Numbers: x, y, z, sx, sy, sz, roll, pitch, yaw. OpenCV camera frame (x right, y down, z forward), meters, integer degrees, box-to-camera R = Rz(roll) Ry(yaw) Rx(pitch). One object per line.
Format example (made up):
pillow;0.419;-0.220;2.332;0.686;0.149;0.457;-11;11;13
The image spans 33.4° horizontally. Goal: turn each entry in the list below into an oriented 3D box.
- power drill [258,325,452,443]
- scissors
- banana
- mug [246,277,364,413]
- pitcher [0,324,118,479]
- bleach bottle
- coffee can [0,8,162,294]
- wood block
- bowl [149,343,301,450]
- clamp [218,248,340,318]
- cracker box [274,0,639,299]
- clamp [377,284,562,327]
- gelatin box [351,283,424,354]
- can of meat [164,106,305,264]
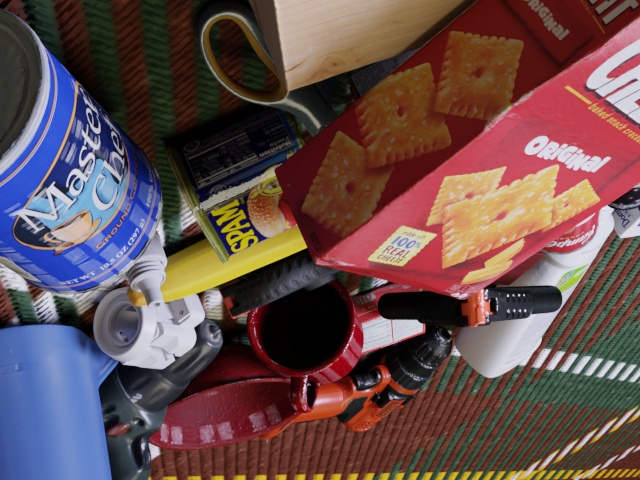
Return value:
power drill;0.030;0.150;1.118;0.187;0.057;0.185;2;142;-38
scissors;0.012;-0.085;0.636;0.096;0.016;0.201;-42;128;14
banana;-0.047;0.000;0.786;0.198;0.037;0.069;-24;173;11
mug;-0.009;0.090;0.915;0.093;0.117;0.081;-1;162;13
pitcher;-0.225;0.196;0.795;0.149;0.243;0.144;-26;156;23
bleach bottle;0.219;0.033;1.035;0.102;0.068;0.251;-29;157;-37
coffee can;-0.157;-0.042;0.559;0.103;0.103;0.140;-25;154;5
wood block;0.063;-0.162;0.519;0.206;0.090;0.091;-19;154;-6
bowl;-0.090;0.141;1.000;0.162;0.055;0.162;-13;153;-7
clamp;-0.003;0.017;0.832;0.171;0.039;0.120;-27;174;6
cracker box;0.108;-0.056;0.569;0.214;0.072;0.163;-37;151;25
clamp;0.134;0.052;0.879;0.164;0.036;0.210;-4;177;0
gelatin box;0.062;0.073;1.029;0.073;0.030;0.089;-19;153;-4
can of meat;-0.045;-0.038;0.706;0.084;0.057;0.102;-25;155;-2
